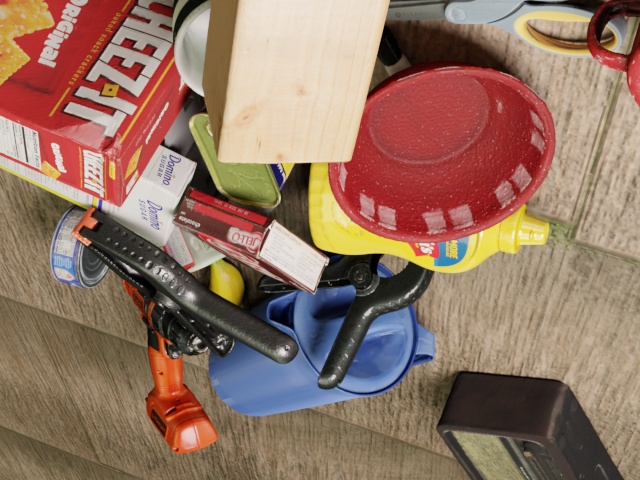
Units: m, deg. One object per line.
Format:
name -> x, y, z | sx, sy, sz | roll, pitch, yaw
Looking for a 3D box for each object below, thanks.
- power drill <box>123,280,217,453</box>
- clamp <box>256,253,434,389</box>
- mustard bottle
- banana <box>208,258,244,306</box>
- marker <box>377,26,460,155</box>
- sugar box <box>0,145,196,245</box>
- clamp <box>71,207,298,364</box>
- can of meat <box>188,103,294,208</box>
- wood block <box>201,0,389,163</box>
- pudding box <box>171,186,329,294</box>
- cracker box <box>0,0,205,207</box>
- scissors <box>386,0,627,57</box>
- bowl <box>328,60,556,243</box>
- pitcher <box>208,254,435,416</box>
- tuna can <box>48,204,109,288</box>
power drill -> -0.152, 0.128, 1.134 | 0.185, 0.057, 0.188 | 40, 138, 55
clamp -> 0.029, 0.032, 0.924 | 0.120, 0.171, 0.039 | 47, 179, 18
mustard bottle -> 0.087, -0.023, 0.857 | 0.192, 0.058, 0.096 | 11, 119, 20
banana -> -0.126, 0.065, 1.167 | 0.069, 0.037, 0.198 | 55, 145, 8
marker -> 0.069, -0.110, 0.787 | 0.020, 0.020, 0.121 | -4, 137, 39
sugar box -> -0.196, -0.067, 0.894 | 0.176, 0.048, 0.093 | 24, 150, -4
clamp -> -0.129, 0.047, 0.945 | 0.210, 0.036, 0.165 | 36, 161, -12
can of meat -> -0.050, -0.090, 0.838 | 0.058, 0.084, 0.102 | 9, 145, 24
wood block -> -0.013, -0.154, 0.639 | 0.090, 0.091, 0.206 | -1, 133, -15
pudding box -> -0.056, 0.001, 0.885 | 0.090, 0.039, 0.113 | 22, 175, 30
cracker box -> -0.207, -0.143, 0.796 | 0.214, 0.164, 0.072 | 23, 150, 4
scissors -> 0.099, -0.164, 0.692 | 0.202, 0.016, 0.096 | 16, 145, 16
bowl -> 0.082, -0.073, 0.764 | 0.162, 0.055, 0.162 | -4, 134, -5
pitcher -> -0.010, 0.110, 1.073 | 0.149, 0.144, 0.243 | 54, 147, -4
tuna can -> -0.246, 0.006, 1.114 | 0.034, 0.086, 0.086 | 14, 146, 15
